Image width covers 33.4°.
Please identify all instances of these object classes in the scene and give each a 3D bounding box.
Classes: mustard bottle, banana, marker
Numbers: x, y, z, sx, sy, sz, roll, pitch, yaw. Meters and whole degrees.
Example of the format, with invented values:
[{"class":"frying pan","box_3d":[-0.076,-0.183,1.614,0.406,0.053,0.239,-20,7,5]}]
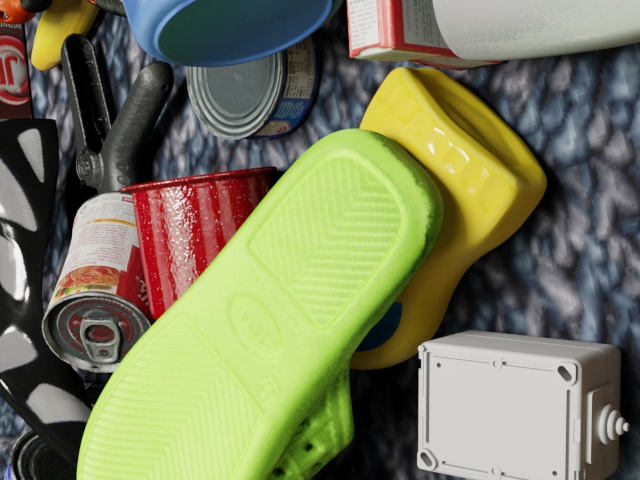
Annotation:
[{"class":"mustard bottle","box_3d":[0.029,0.010,0.561,0.096,0.058,0.192,49,125,25]},{"class":"banana","box_3d":[-0.168,-0.207,0.756,0.070,0.037,0.198,42,121,52]},{"class":"marker","box_3d":[-0.179,0.115,0.801,0.121,0.020,0.020,0,93,44]}]

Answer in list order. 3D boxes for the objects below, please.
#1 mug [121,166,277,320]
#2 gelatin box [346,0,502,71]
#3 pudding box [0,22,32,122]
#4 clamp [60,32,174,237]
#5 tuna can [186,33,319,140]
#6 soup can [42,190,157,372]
[{"class":"mug","box_3d":[-0.054,0.001,0.632,0.117,0.093,0.081,-8,93,9]},{"class":"gelatin box","box_3d":[0.050,-0.122,0.508,0.030,0.089,0.073,-3,90,45]},{"class":"pudding box","box_3d":[-0.279,-0.135,0.815,0.039,0.113,0.090,-9,88,42]},{"class":"clamp","box_3d":[-0.155,-0.061,0.751,0.120,0.039,0.171,39,120,44]},{"class":"tuna can","box_3d":[-0.041,-0.103,0.638,0.086,0.033,0.086,4,96,44]},{"class":"soup can","box_3d":[-0.133,0.025,0.682,0.069,0.068,0.102,-52,23,34]}]
